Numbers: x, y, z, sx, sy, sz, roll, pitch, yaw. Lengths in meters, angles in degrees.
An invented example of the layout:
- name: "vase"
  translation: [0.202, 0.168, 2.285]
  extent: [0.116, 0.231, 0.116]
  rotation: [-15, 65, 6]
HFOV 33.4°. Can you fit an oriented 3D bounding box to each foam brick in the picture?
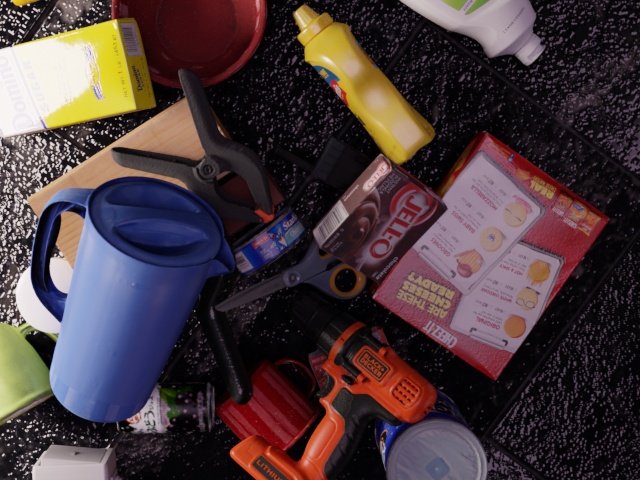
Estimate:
- name: "foam brick"
  translation: [-0.083, -0.044, 1.148]
  extent: [0.078, 0.053, 0.051]
  rotation: [-33, 96, 2]

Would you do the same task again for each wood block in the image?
- name: "wood block"
  translation: [-0.190, -0.065, 1.125]
  extent: [0.206, 0.090, 0.091]
  rotation: [-32, 97, 1]

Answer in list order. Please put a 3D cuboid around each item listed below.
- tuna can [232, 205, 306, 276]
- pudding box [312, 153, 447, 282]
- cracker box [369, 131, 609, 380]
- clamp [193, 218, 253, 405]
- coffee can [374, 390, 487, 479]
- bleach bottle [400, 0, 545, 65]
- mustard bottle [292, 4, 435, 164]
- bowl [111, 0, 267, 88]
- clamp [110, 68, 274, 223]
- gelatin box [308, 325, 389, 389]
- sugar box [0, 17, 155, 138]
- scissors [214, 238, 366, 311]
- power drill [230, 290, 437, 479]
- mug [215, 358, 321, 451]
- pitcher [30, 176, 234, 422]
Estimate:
- name: "tuna can"
  translation: [-0.057, 0.001, 1.138]
  extent: [0.086, 0.086, 0.034]
  rotation: [-35, 98, 2]
- name: "pudding box"
  translation: [0.061, -0.022, 1.097]
  extent: [0.090, 0.039, 0.114]
  rotation: [32, 110, -34]
- name: "cracker box"
  translation: [0.179, 0.015, 1.154]
  extent: [0.164, 0.072, 0.214]
  rotation: [34, 95, -4]
- name: "clamp"
  translation: [-0.138, 0.060, 1.127]
  extent: [0.165, 0.036, 0.210]
  rotation: [3, 97, 37]
- name: "coffee can"
  translation: [0.115, 0.222, 1.139]
  extent: [0.103, 0.140, 0.103]
  rotation: [0, 96, -2]
- name: "bleach bottle"
  translation: [0.130, -0.270, 1.128]
  extent: [0.250, 0.068, 0.102]
  rotation: [39, 94, -7]
- name: "mustard bottle"
  translation: [0.039, -0.167, 1.117]
  extent: [0.058, 0.096, 0.191]
  rotation: [-40, 96, 3]
- name: "bowl"
  translation: [-0.134, -0.236, 1.120]
  extent: [0.162, 0.055, 0.162]
  rotation: [0, 90, 3]
- name: "clamp"
  translation: [-0.121, -0.072, 1.062]
  extent: [0.120, 0.039, 0.171]
  rotation: [-36, 103, 20]
- name: "gelatin box"
  translation: [0.041, 0.145, 1.184]
  extent: [0.089, 0.030, 0.073]
  rotation: [-23, 96, 1]
- name: "sugar box"
  translation: [-0.262, -0.165, 1.101]
  extent: [0.176, 0.048, 0.093]
  rotation: [-9, 97, 22]
- name: "scissors"
  translation: [-0.019, 0.051, 1.131]
  extent: [0.201, 0.016, 0.096]
  rotation: [-39, 115, -30]
- name: "power drill"
  translation: [-0.004, 0.165, 1.073]
  extent: [0.185, 0.057, 0.187]
  rotation: [38, 89, 24]
- name: "mug"
  translation: [-0.052, 0.176, 1.160]
  extent: [0.081, 0.093, 0.117]
  rotation: [46, 60, -4]
- name: "pitcher"
  translation: [-0.202, 0.061, 1.061]
  extent: [0.149, 0.144, 0.243]
  rotation: [49, 131, 31]
